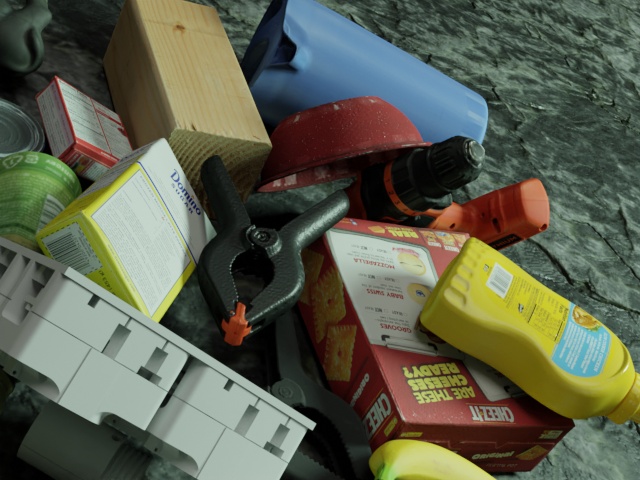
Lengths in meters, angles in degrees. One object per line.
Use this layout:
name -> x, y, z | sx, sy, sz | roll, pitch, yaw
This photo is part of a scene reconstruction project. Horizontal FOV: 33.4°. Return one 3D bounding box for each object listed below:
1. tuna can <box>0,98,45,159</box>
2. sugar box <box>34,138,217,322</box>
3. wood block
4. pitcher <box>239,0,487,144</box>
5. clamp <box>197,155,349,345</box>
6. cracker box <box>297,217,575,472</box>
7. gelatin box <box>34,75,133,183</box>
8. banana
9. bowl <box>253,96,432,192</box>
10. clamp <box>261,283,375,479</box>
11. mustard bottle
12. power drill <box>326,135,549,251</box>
tuna can -> -0.259, -0.076, 0.829 | 0.086, 0.034, 0.086 | 20, 35, -15
sugar box -> -0.132, -0.003, 0.763 | 0.093, 0.048, 0.176 | 63, 15, -14
wood block -> -0.123, -0.122, 0.942 | 0.090, 0.090, 0.206 | 7, 40, -29
pitcher -> 0.038, -0.146, 1.074 | 0.242, 0.145, 0.149 | 24, 46, -16
clamp -> -0.055, 0.001, 0.802 | 0.120, 0.039, 0.171 | 17, 43, 8
cracker box -> 0.079, 0.080, 0.850 | 0.163, 0.072, 0.214 | 7, 41, -30
gelatin box -> -0.190, -0.084, 0.874 | 0.073, 0.030, 0.089 | 30, 24, -46
banana -> 0.097, 0.181, 0.737 | 0.197, 0.037, 0.069 | 31, 33, -29
bowl -> 0.014, -0.087, 0.935 | 0.161, 0.162, 0.055 | -12, 88, -45
clamp -> -0.041, 0.116, 0.743 | 0.164, 0.036, 0.210 | -13, 52, -39
mustard bottle -> 0.173, 0.080, 0.804 | 0.191, 0.058, 0.096 | 33, 36, 3
power drill -> 0.117, -0.036, 0.949 | 0.187, 0.185, 0.057 | 10, 67, -39
